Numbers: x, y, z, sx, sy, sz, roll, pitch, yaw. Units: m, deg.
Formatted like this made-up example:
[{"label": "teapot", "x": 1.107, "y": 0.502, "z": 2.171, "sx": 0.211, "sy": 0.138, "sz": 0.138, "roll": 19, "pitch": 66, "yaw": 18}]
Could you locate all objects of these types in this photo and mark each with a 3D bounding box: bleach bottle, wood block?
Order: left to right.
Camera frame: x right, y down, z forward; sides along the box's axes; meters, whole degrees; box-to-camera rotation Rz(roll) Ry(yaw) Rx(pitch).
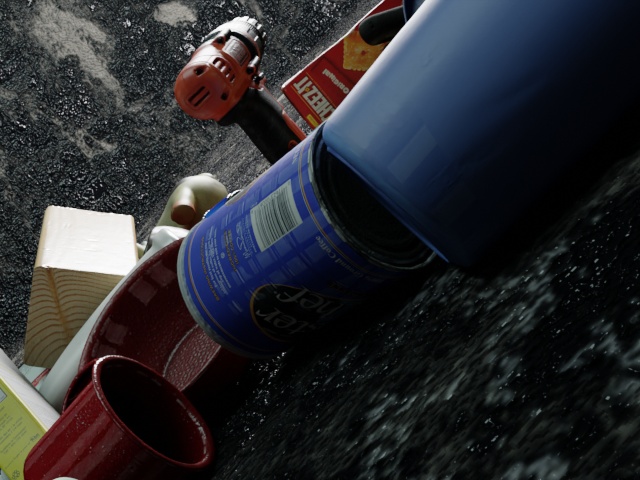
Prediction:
[{"label": "wood block", "x": -0.218, "y": 0.040, "z": 0.980, "sx": 0.206, "sy": 0.090, "sz": 0.091, "roll": -125, "pitch": 44, "yaw": -71}, {"label": "bleach bottle", "x": -0.175, "y": 0.113, "z": 0.853, "sx": 0.251, "sy": 0.102, "sz": 0.068, "roll": -46, "pitch": 19, "yaw": -5}]

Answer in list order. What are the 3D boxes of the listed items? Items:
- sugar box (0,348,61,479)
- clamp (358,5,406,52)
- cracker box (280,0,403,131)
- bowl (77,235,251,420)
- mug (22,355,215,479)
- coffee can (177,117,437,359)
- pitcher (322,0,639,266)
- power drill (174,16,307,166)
[{"label": "sugar box", "x": -0.225, "y": 0.125, "z": 0.770, "sx": 0.176, "sy": 0.093, "sz": 0.048, "roll": 34, "pitch": 77, "yaw": 33}, {"label": "clamp", "x": 0.132, "y": -0.216, "z": 0.960, "sx": 0.210, "sy": 0.036, "sz": 0.164, "roll": -25, "pitch": -2, "yaw": 18}, {"label": "cracker box", "x": 0.060, "y": -0.205, "z": 1.156, "sx": 0.214, "sy": 0.072, "sz": 0.164, "roll": -40, "pitch": 2, "yaw": 4}, {"label": "bowl", "x": -0.098, "y": 0.073, "z": 0.766, "sx": 0.162, "sy": 0.055, "sz": 0.162, "roll": -27, "pitch": 38, "yaw": 24}, {"label": "mug", "x": -0.130, "y": 0.123, "z": 0.655, "sx": 0.081, "sy": 0.093, "sz": 0.117, "roll": -48, "pitch": 49, "yaw": 12}, {"label": "coffee can", "x": -0.008, "y": 0.001, "z": 0.658, "sx": 0.141, "sy": 0.102, "sz": 0.102, "roll": -35, "pitch": 15, "yaw": 41}, {"label": "pitcher", "x": 0.111, "y": -0.113, "z": 0.559, "sx": 0.243, "sy": 0.145, "sz": 0.149, "roll": -47, "pitch": 8, "yaw": 2}, {"label": "power drill", "x": -0.033, "y": -0.103, "z": 0.908, "sx": 0.057, "sy": 0.187, "sz": 0.184, "roll": -41, "pitch": 13, "yaw": 26}]
